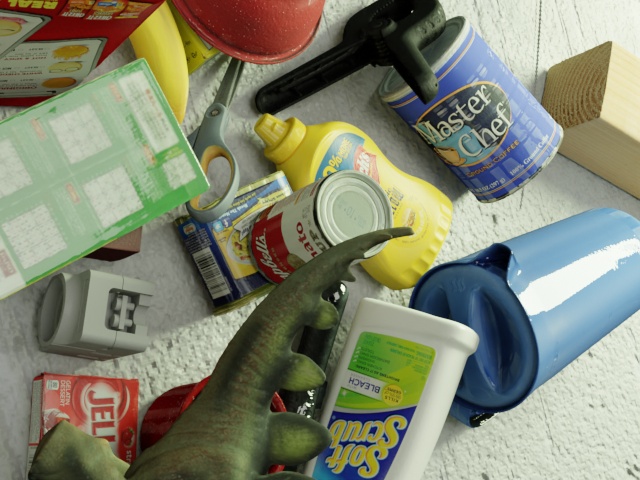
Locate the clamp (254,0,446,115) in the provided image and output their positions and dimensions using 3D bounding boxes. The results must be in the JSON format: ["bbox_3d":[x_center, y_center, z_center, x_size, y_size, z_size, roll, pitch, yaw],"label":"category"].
[{"bbox_3d":[0.060,-0.168,0.919,0.209,0.165,0.036,-50,132,-39],"label":"clamp"}]

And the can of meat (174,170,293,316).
[{"bbox_3d":[-0.056,0.001,0.851,0.101,0.058,0.084,-27,93,-33],"label":"can of meat"}]

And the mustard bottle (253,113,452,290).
[{"bbox_3d":[0.022,-0.045,0.909,0.191,0.058,0.096,36,69,-21],"label":"mustard bottle"}]

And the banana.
[{"bbox_3d":[-0.152,-0.181,0.822,0.198,0.070,0.037,53,36,-8],"label":"banana"}]

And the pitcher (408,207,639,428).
[{"bbox_3d":[0.200,0.059,0.961,0.242,0.149,0.145,-21,84,-42],"label":"pitcher"}]

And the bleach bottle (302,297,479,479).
[{"bbox_3d":[0.040,0.177,0.838,0.068,0.103,0.251,36,70,-64],"label":"bleach bottle"}]

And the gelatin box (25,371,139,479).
[{"bbox_3d":[-0.169,0.141,0.765,0.073,0.030,0.089,9,76,-31],"label":"gelatin box"}]

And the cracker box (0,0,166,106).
[{"bbox_3d":[-0.218,-0.151,0.685,0.163,0.214,0.072,-3,80,-33],"label":"cracker box"}]

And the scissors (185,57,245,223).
[{"bbox_3d":[-0.102,-0.090,0.857,0.016,0.096,0.201,69,14,-48],"label":"scissors"}]

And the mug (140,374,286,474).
[{"bbox_3d":[-0.088,0.153,0.783,0.093,0.082,0.117,47,59,-16],"label":"mug"}]

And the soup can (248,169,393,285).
[{"bbox_3d":[-0.001,-0.007,0.791,0.068,0.102,0.068,9,72,-29],"label":"soup can"}]

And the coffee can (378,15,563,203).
[{"bbox_3d":[0.136,-0.118,0.970,0.140,0.103,0.102,44,60,-17],"label":"coffee can"}]

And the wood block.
[{"bbox_3d":[0.333,-0.110,1.101,0.205,0.091,0.090,25,68,-26],"label":"wood block"}]

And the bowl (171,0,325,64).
[{"bbox_3d":[-0.048,-0.225,0.851,0.161,0.055,0.162,13,68,-34],"label":"bowl"}]

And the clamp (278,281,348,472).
[{"bbox_3d":[-0.012,0.111,0.848,0.039,0.120,0.171,18,90,6],"label":"clamp"}]
